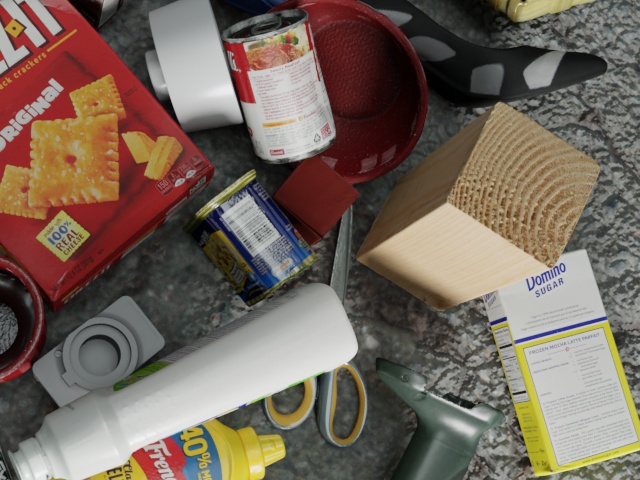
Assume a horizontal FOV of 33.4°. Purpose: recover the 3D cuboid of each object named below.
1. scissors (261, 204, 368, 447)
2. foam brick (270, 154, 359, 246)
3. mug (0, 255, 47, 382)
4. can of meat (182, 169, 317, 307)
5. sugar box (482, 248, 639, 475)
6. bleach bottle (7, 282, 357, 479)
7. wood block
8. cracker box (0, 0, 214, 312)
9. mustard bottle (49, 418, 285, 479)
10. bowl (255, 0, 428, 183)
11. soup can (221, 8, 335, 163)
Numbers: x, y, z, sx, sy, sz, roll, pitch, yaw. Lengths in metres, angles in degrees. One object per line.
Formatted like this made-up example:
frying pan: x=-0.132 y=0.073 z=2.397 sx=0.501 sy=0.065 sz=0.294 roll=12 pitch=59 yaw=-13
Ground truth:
scissors: x=-0.007 y=0.070 z=0.875 sx=0.096 sy=0.016 sz=0.202 roll=-4 pitch=79 yaw=-16
foam brick: x=-0.012 y=-0.029 z=0.862 sx=0.053 sy=0.078 sz=0.051 roll=42 pitch=73 yaw=-3
mug: x=-0.254 y=0.067 z=0.772 sx=0.117 sy=0.081 sz=0.093 roll=-28 pitch=84 yaw=-12
can of meat: x=-0.055 y=0.001 z=0.832 sx=0.057 sy=0.102 sz=0.084 roll=-38 pitch=92 yaw=-18
sugar box: x=0.204 y=0.103 z=0.909 sx=0.093 sy=0.048 sz=0.176 roll=-12 pitch=78 yaw=-17
bleach bottle: x=-0.101 y=0.108 z=0.767 sx=0.250 sy=0.103 sz=0.068 roll=-24 pitch=89 yaw=-23
wood block: x=0.114 y=-0.018 z=0.824 sx=0.090 sy=0.206 sz=0.090 roll=31 pitch=72 yaw=-7
cracker box: x=-0.212 y=-0.078 z=0.822 sx=0.164 sy=0.072 sz=0.213 roll=-41 pitch=90 yaw=-18
mustard bottle: x=-0.119 y=0.178 z=0.799 sx=0.191 sy=0.058 sz=0.096 roll=-12 pitch=68 yaw=-17
bowl: x=0.017 y=-0.130 z=0.873 sx=0.162 sy=0.162 sz=0.055 roll=42 pitch=35 yaw=-3
soup can: x=-0.030 y=-0.119 z=0.823 sx=0.068 sy=0.069 sz=0.102 roll=-24 pitch=116 yaw=-18
